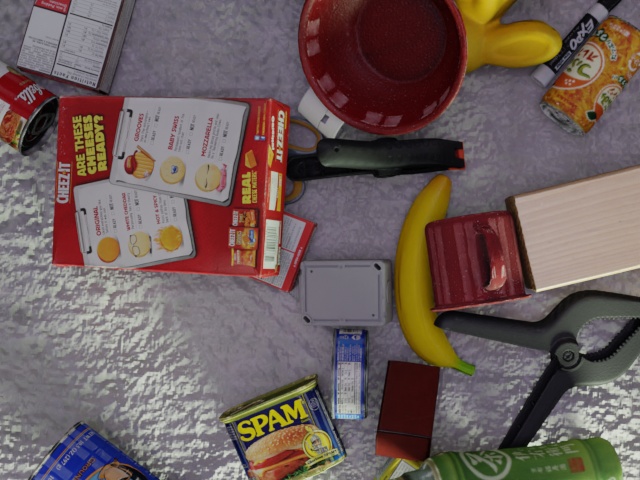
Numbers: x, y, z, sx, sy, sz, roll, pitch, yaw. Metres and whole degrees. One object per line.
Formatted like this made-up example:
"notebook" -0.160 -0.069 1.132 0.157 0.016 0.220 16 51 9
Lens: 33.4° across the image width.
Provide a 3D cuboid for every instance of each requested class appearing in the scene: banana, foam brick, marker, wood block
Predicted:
"banana" 0.103 0.037 1.028 0.069 0.037 0.198 -8 93 -23
"foam brick" 0.082 0.160 1.003 0.051 0.053 0.078 7 53 7
"marker" 0.248 -0.198 1.020 0.020 0.020 0.121 41 94 4
"wood block" 0.284 -0.021 0.982 0.206 0.090 0.091 -14 89 5

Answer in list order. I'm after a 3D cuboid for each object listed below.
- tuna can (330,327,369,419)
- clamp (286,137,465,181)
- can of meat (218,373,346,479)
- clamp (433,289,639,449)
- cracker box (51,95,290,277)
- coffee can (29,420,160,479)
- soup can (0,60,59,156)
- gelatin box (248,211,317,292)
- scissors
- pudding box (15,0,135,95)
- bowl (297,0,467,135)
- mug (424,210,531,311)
"tuna can" 0.028 0.126 1.008 0.034 0.086 0.086 1 90 3
"clamp" 0.057 -0.078 0.988 0.171 0.120 0.039 -6 93 -8
"can of meat" -0.035 0.188 1.029 0.102 0.057 0.084 -23 91 6
"clamp" 0.220 0.098 1.005 0.210 0.036 0.164 -31 103 3
"cracker box" -0.140 -0.052 1.009 0.214 0.072 0.164 3 90 17
"coffee can" -0.204 0.255 1.021 0.140 0.103 0.103 36 93 4
"soup can" -0.315 -0.138 1.049 0.102 0.068 0.068 32 93 5
"gelatin box" -0.057 0.001 1.044 0.089 0.030 0.073 21 93 7
"scissors" -0.096 -0.082 1.054 0.202 0.016 0.096 -1 90 6
"pudding box" -0.241 -0.210 1.057 0.090 0.039 0.113 17 94 5
"bowl" 0.063 -0.179 0.962 0.162 0.055 0.162 11 116 23
"mug" 0.142 0.017 0.964 0.093 0.117 0.081 -8 87 -6
